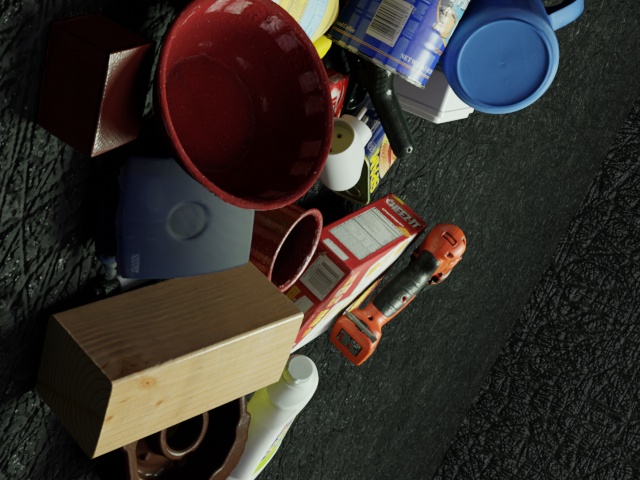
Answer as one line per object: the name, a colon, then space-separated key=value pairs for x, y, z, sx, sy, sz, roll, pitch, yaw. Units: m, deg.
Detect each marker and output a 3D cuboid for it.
marker: x=-0.161 y=0.031 z=0.936 sx=0.120 sy=0.020 sz=0.020 roll=-24 pitch=138 yaw=-60

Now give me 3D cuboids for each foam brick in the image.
foam brick: x=-0.153 y=-0.107 z=0.727 sx=0.052 sy=0.051 sz=0.078 roll=-32 pitch=145 yaw=-55

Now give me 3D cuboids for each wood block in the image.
wood block: x=-0.126 y=0.095 z=0.919 sx=0.205 sy=0.091 sz=0.090 roll=-18 pitch=139 yaw=-43

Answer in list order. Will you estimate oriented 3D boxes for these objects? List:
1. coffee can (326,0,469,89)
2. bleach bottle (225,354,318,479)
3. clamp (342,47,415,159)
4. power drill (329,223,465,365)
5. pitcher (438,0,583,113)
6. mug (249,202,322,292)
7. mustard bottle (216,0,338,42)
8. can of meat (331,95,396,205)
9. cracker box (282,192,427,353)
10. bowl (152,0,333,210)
coffee can: x=0.082 y=-0.223 z=0.970 sx=0.140 sy=0.103 sz=0.102 roll=-62 pitch=160 yaw=10
bleach bottle: x=-0.061 y=0.200 z=1.229 sx=0.102 sy=0.068 sz=0.251 roll=-48 pitch=173 yaw=-33
clamp: x=0.057 y=-0.164 z=1.085 sx=0.039 sy=0.120 sz=0.171 roll=-34 pitch=148 yaw=-16
power drill: x=0.094 y=0.068 z=1.321 sx=0.187 sy=0.057 sz=0.184 roll=-45 pitch=170 yaw=-17
pitcher: x=0.179 y=-0.227 z=1.092 sx=0.149 sy=0.145 sz=0.243 roll=-53 pitch=-162 yaw=25
mug: x=-0.057 y=0.001 z=1.058 sx=0.093 sy=0.082 sz=0.117 roll=-49 pitch=156 yaw=-32
mustard bottle: x=-0.031 y=-0.204 z=0.885 sx=0.191 sy=0.058 sz=0.096 roll=-6 pitch=117 yaw=-66
can of meat: x=0.051 y=-0.105 z=1.221 sx=0.083 sy=0.057 sz=0.102 roll=-55 pitch=160 yaw=-26
cracker box: x=0.015 y=0.040 z=1.249 sx=0.164 sy=0.072 sz=0.213 roll=-51 pitch=168 yaw=30
bowl: x=-0.066 y=-0.098 z=0.779 sx=0.161 sy=0.055 sz=0.162 roll=8 pitch=78 yaw=-42
